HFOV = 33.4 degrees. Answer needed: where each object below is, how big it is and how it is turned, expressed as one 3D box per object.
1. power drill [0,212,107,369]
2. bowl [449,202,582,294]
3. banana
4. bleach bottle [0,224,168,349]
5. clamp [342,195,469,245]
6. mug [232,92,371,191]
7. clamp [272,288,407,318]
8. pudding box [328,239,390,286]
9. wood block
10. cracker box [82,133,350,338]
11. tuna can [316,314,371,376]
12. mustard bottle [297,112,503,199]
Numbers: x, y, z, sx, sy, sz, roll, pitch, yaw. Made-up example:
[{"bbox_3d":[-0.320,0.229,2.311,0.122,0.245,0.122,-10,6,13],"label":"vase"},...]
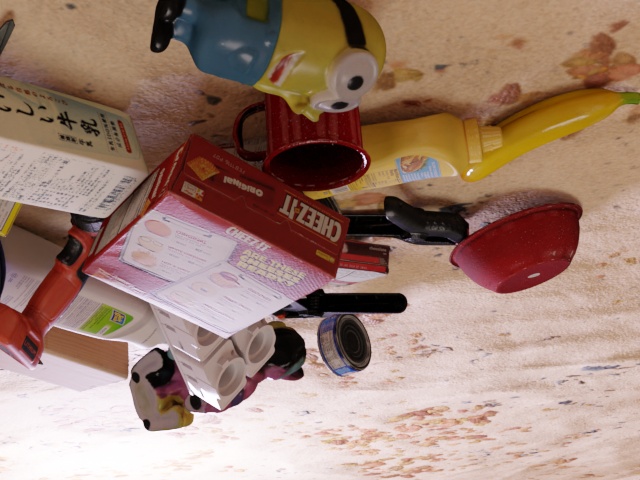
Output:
[{"bbox_3d":[-0.261,0.028,1.062,0.057,0.187,0.184,33,160,15],"label":"power drill"},{"bbox_3d":[0.231,0.018,1.215,0.162,0.055,0.162,-17,160,-7],"label":"bowl"},{"bbox_3d":[0.202,-0.099,1.011,0.198,0.037,0.069,-23,149,36],"label":"banana"},{"bbox_3d":[-0.268,0.069,1.207,0.250,0.068,0.103,28,133,-29],"label":"bleach bottle"},{"bbox_3d":[0.103,-0.019,1.166,0.171,0.039,0.120,4,174,-26],"label":"clamp"},{"bbox_3d":[-0.018,-0.097,0.923,0.117,0.081,0.093,-6,156,4],"label":"mug"},{"bbox_3d":[0.000,0.077,1.317,0.164,0.036,0.210,9,169,-18],"label":"clamp"},{"bbox_3d":[0.015,0.024,1.232,0.089,0.039,0.114,9,166,-25],"label":"pudding box"},{"bbox_3d":[-0.343,0.121,1.354,0.090,0.091,0.205,-17,153,25],"label":"wood block"},{"bbox_3d":[-0.099,0.004,0.967,0.164,0.072,0.214,28,148,-20],"label":"cracker box"},{"bbox_3d":[0.034,0.143,1.473,0.034,0.086,0.086,-22,151,32],"label":"tuna can"},{"bbox_3d":[0.074,-0.082,1.000,0.192,0.058,0.096,-8,164,9],"label":"mustard bottle"}]
